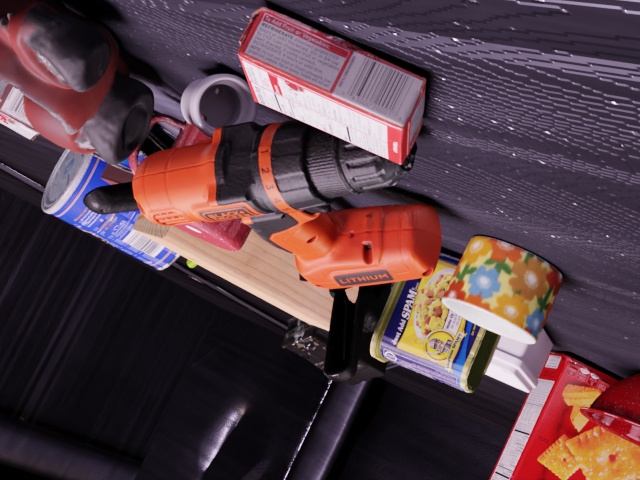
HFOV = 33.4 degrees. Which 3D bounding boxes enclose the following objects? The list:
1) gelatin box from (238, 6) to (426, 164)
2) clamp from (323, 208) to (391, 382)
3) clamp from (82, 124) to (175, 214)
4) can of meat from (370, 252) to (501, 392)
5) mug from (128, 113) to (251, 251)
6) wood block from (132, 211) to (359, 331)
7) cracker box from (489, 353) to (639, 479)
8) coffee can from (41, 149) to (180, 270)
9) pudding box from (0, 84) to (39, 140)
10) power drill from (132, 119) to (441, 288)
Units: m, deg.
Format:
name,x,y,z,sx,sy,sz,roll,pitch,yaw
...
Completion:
name,x,y,z,sx,sy,sz,roll,pitch,yaw
gelatin box,0.007,-0.075,0.526,0.089,0.030,0.073,25,173,8
clamp,0.026,0.041,0.898,0.036,0.164,0.209,-14,166,16
clamp,-0.116,-0.044,0.872,0.171,0.120,0.039,25,141,-18
can of meat,0.100,0.063,0.858,0.084,0.102,0.057,20,172,26
mug,-0.090,-0.049,0.804,0.117,0.081,0.093,29,171,-22
wood block,-0.057,0.002,1.002,0.205,0.090,0.091,30,172,-27
cracker box,0.266,0.243,1.074,0.164,0.213,0.072,27,172,-4
coffee can,-0.208,-0.044,1.132,0.140,0.103,0.103,30,171,-26
pudding box,-0.336,-0.148,1.106,0.113,0.039,0.090,31,172,-18
power drill,0.005,-0.023,0.671,0.185,0.057,0.187,-5,160,31
